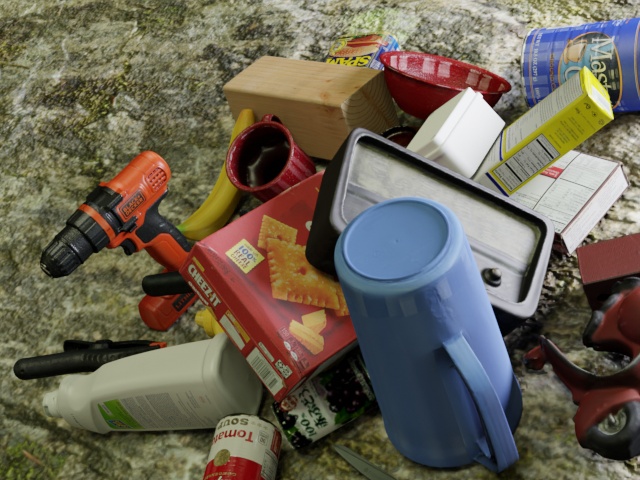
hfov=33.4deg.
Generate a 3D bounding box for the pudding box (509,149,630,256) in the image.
[{"bbox_3d":[0.253,-0.043,1.118,0.113,0.039,0.090,-48,42,-16],"label":"pudding box"}]

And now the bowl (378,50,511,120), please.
[{"bbox_3d":[0.143,-0.177,1.273,0.162,0.055,0.162,10,22,-5],"label":"bowl"}]

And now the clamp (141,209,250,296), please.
[{"bbox_3d":[-0.079,0.025,1.181,0.210,0.036,0.164,12,43,42],"label":"clamp"}]

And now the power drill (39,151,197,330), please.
[{"bbox_3d":[-0.214,0.018,1.227,0.057,0.187,0.184,24,62,43],"label":"power drill"}]

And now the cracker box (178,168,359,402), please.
[{"bbox_3d":[-0.005,0.032,1.058,0.213,0.072,0.164,-32,79,-34],"label":"cracker box"}]

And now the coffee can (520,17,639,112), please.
[{"bbox_3d":[0.306,-0.191,1.185,0.141,0.102,0.102,0,49,31],"label":"coffee can"}]

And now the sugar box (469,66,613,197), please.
[{"bbox_3d":[0.224,-0.102,1.129,0.176,0.048,0.093,-41,11,26],"label":"sugar box"}]

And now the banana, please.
[{"bbox_3d":[-0.122,-0.071,1.346,0.037,0.069,0.197,18,68,28],"label":"banana"}]

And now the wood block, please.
[{"bbox_3d":[-0.013,-0.169,1.357,0.206,0.091,0.090,14,45,41],"label":"wood block"}]

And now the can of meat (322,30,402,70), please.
[{"bbox_3d":[0.051,-0.231,1.419,0.102,0.057,0.083,2,47,32],"label":"can of meat"}]

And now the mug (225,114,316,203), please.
[{"bbox_3d":[-0.057,-0.098,1.307,0.093,0.081,0.117,-13,64,22],"label":"mug"}]

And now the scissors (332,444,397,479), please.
[{"bbox_3d":[0.094,0.221,0.964,0.096,0.016,0.202,-34,40,-6],"label":"scissors"}]

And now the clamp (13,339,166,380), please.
[{"bbox_3d":[-0.258,0.135,1.214,0.172,0.039,0.120,-6,11,27],"label":"clamp"}]

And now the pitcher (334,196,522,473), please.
[{"bbox_3d":[0.098,0.086,0.924,0.149,0.243,0.145,3,49,25],"label":"pitcher"}]

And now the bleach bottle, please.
[{"bbox_3d":[-0.192,0.160,1.134,0.251,0.102,0.068,-9,40,25],"label":"bleach bottle"}]

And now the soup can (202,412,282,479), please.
[{"bbox_3d":[-0.078,0.226,1.025,0.069,0.068,0.102,-10,44,23],"label":"soup can"}]
